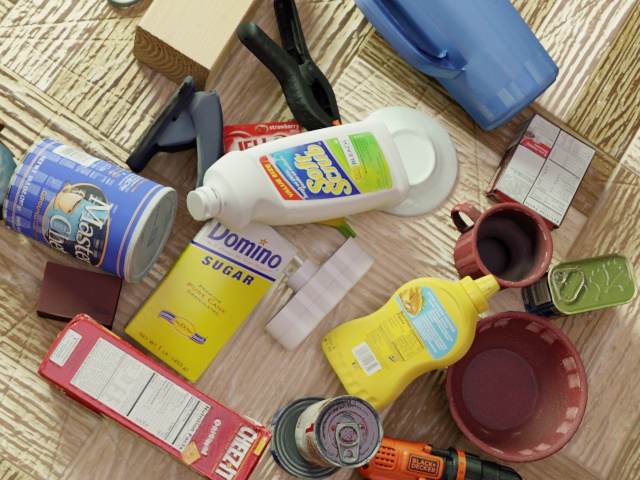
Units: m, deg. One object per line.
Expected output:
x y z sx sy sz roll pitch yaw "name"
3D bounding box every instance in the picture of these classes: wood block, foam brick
-0.112 -0.274 1.164 0.091 0.090 0.206 31 73 -5 "wood block"
-0.245 0.058 1.086 0.078 0.051 0.053 14 77 -9 "foam brick"

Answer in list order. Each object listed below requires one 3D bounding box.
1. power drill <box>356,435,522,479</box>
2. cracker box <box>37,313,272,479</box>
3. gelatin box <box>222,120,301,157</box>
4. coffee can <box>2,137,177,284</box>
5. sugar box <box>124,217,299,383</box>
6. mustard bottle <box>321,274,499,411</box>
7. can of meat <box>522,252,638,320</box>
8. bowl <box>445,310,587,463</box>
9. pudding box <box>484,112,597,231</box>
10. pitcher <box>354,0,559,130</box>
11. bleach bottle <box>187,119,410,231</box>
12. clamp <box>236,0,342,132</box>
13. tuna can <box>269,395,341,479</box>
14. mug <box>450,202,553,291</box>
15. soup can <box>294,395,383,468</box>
0.114 0.307 1.112 0.184 0.057 0.187 14 73 -6 "power drill"
-0.160 0.157 1.026 0.213 0.164 0.072 32 76 -4 "cracker box"
-0.063 -0.091 1.168 0.089 0.030 0.073 -4 79 -13 "gelatin box"
-0.228 -0.030 1.066 0.140 0.103 0.102 23 74 7 "coffee can"
-0.112 0.049 1.099 0.093 0.048 0.176 38 88 -10 "sugar box"
0.103 0.094 1.120 0.191 0.058 0.096 -33 72 4 "mustard bottle"
0.285 0.054 1.186 0.102 0.084 0.057 -10 81 -14 "can of meat"
0.205 0.160 1.161 0.162 0.055 0.162 2 78 -12 "bowl"
0.254 -0.078 1.231 0.090 0.039 0.113 31 76 -5 "pudding box"
0.148 -0.240 1.194 0.149 0.145 0.243 -40 92 3 "pitcher"
-0.024 -0.055 1.090 0.250 0.068 0.102 -19 87 -39 "bleach bottle"
-0.023 -0.190 1.173 0.171 0.039 0.120 57 39 -26 "clamp"
-0.011 0.207 1.116 0.086 0.034 0.086 2 78 -12 "tuna can"
0.188 0.004 1.176 0.117 0.082 0.093 42 73 -2 "mug"
0.016 0.190 1.052 0.068 0.102 0.068 3 78 -12 "soup can"
